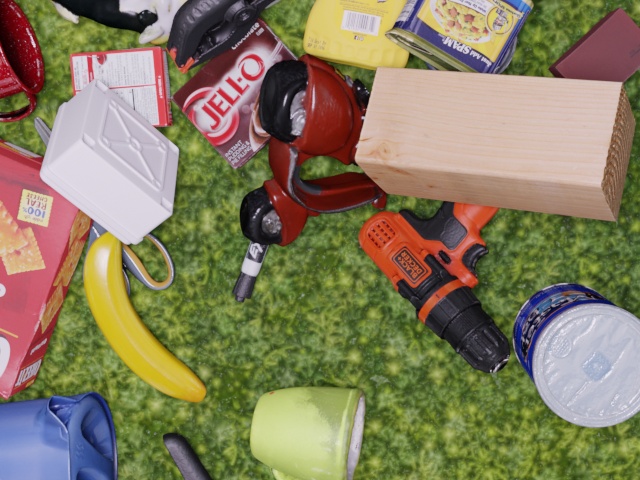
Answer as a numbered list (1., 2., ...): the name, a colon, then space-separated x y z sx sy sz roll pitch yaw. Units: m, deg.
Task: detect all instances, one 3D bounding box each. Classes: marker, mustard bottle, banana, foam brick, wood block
1. marker: -0.057 0.001 1.007 0.020 0.020 0.121 20 96 1
2. mustard bottle: 0.048 -0.253 0.958 0.096 0.058 0.192 11 96 1
3. banana: -0.173 0.074 0.998 0.070 0.037 0.198 -18 106 11
4. foam brick: 0.252 -0.162 0.957 0.078 0.051 0.053 -42 92 6
5. wood block: 0.147 -0.082 0.894 0.206 0.090 0.091 8 76 26

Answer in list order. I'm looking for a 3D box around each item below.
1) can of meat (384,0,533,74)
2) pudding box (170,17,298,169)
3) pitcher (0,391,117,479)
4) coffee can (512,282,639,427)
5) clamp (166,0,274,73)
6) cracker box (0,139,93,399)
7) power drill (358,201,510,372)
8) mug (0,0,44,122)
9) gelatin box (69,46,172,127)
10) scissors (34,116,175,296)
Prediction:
1. can of meat: 0.120 -0.189 0.919 0.102 0.057 0.084 28 93 -11
2. pudding box: -0.067 -0.135 0.985 0.113 0.039 0.090 -42 90 5
3. pitcher: -0.317 0.223 0.997 0.243 0.145 0.149 -5 83 7
4. coffee can: 0.228 0.096 0.937 0.103 0.140 0.103 0 95 3
5. clamp: -0.075 -0.210 0.907 0.172 0.120 0.039 -39 64 17
6. cracker box: -0.316 0.016 0.990 0.164 0.072 0.214 23 99 4
7. power drill: 0.150 0.000 0.948 0.187 0.057 0.184 -42 66 2
8. mug: -0.307 -0.159 0.981 0.081 0.093 0.117 -16 130 9
9. gelatin box: -0.186 -0.140 0.997 0.089 0.030 0.073 -4 96 4
10. scissors: -0.226 -0.015 1.017 0.202 0.016 0.096 43 96 -1
